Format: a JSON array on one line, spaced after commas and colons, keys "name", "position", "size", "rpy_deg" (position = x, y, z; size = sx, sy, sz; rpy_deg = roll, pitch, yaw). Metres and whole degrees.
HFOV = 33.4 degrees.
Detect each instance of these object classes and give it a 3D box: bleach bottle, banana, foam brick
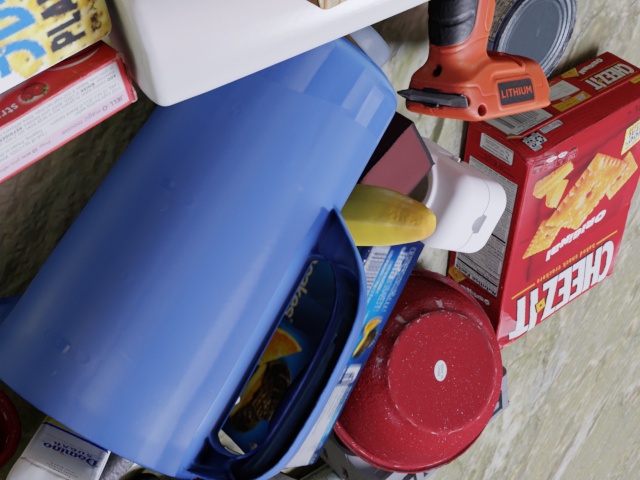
[{"name": "bleach bottle", "position": [0.022, -0.142, 0.506], "size": [0.250, 0.103, 0.068], "rpy_deg": [-22, 125, -13]}, {"name": "banana", "position": [-0.009, 0.004, 0.662], "size": [0.198, 0.069, 0.037], "rpy_deg": [-36, -172, 47]}, {"name": "foam brick", "position": [0.023, -0.059, 0.674], "size": [0.053, 0.078, 0.051], "rpy_deg": [-49, 144, -7]}]

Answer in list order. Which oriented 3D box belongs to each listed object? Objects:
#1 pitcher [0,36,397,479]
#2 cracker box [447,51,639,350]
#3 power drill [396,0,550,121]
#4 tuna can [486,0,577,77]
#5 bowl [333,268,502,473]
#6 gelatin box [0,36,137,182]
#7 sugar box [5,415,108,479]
[{"name": "pitcher", "position": [-0.054, 0.001, 0.574], "size": [0.149, 0.145, 0.243], "rpy_deg": [34, 86, -28]}, {"name": "cracker box", "position": [0.192, -0.029, 0.891], "size": [0.164, 0.072, 0.214], "rpy_deg": [-28, 139, -29]}, {"name": "power drill", "position": [0.109, -0.173, 0.652], "size": [0.184, 0.057, 0.188], "rpy_deg": [-17, 112, -45]}, {"name": "tuna can", "position": [0.143, -0.150, 0.764], "size": [0.086, 0.034, 0.086], "rpy_deg": [-28, 138, -29]}, {"name": "bowl", "position": [0.081, 0.100, 0.816], "size": [0.161, 0.055, 0.162], "rpy_deg": [2, 85, -21]}, {"name": "gelatin box", "position": [-0.141, -0.069, 0.487], "size": [0.089, 0.073, 0.030], "rpy_deg": [-36, 142, -20]}, {"name": "sugar box", "position": [-0.151, 0.140, 0.588], "size": [0.093, 0.048, 0.176], "rpy_deg": [-63, -176, 3]}]
